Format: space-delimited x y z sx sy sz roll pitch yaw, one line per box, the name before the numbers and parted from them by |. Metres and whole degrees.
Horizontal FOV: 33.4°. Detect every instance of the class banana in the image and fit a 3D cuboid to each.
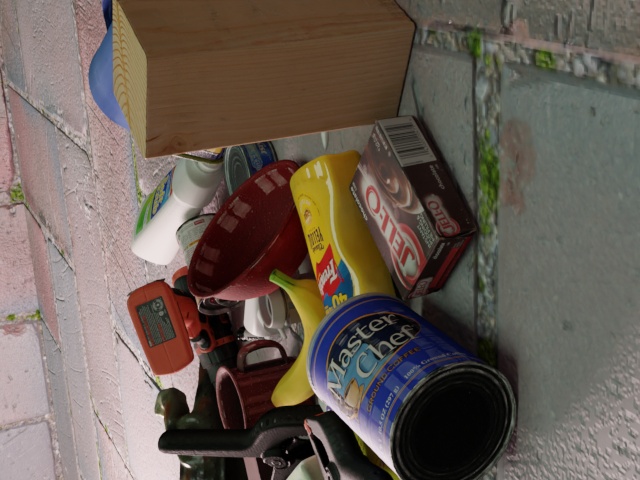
banana | -0.013 0.100 1.031 0.037 0.070 0.198 -61 -19 -44

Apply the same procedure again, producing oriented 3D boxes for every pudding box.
pudding box | 0.067 -0.025 0.809 0.090 0.039 0.113 113 141 -54

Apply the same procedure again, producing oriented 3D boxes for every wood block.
wood block | -0.045 -0.136 0.808 0.091 0.205 0.090 100 151 -42

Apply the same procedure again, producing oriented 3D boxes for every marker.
marker | -0.071 0.108 1.228 0.121 0.020 0.020 169 90 -68

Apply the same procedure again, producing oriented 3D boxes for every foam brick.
foam brick | -0.058 0.240 1.213 0.051 0.052 0.078 149 108 -67

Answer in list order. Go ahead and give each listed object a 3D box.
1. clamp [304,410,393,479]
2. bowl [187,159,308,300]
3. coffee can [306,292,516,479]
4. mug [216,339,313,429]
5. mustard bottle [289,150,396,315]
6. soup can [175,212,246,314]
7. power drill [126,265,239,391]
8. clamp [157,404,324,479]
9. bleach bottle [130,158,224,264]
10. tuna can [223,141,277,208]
clamp | 0.026 0.191 0.883 0.172 0.039 0.120 -124 30 -47
bowl | -0.057 0.001 1.034 0.162 0.055 0.162 -38 29 25
coffee can | 0.064 0.110 0.796 0.140 0.102 0.103 -144 48 -59
mug | -0.059 0.160 1.141 0.093 0.081 0.117 -150 53 -62
mustard bottle | 0.026 0.026 0.907 0.096 0.058 0.191 146 111 -66
soup can | -0.126 0.027 1.259 0.069 0.068 0.102 114 140 -54
power drill | -0.153 0.116 1.271 0.184 0.057 0.187 66 -170 8
clamp | -0.038 0.215 1.074 0.210 0.164 0.036 -24 40 31
bleach bottle | -0.167 -0.059 1.314 0.251 0.068 0.102 -44 28 57
tuna can | -0.073 -0.069 1.132 0.086 0.033 0.086 169 90 -68
